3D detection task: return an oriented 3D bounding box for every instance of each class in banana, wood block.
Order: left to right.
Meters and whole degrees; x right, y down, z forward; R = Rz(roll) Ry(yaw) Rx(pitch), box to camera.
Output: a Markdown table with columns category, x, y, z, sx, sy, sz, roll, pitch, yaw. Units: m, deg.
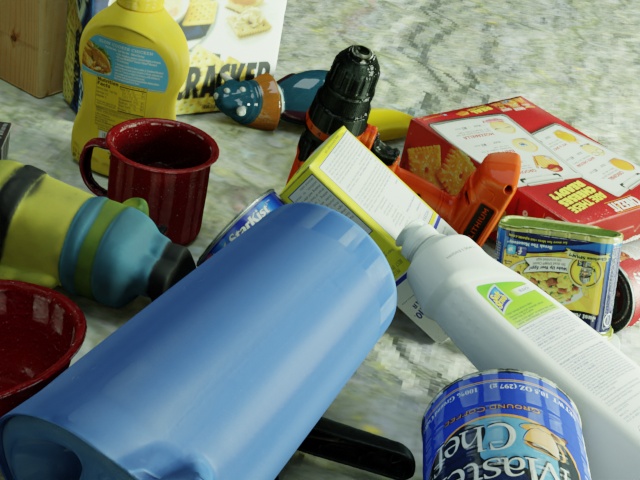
| category | x | y | z | sx | sy | sz | roll | pitch | yaw |
| --- | --- | --- | --- | --- | --- | --- | --- | --- | --- |
| wood block | -0.276 | -0.262 | 1.068 | 0.091 | 0.206 | 0.090 | 28 | 35 | 24 |
| banana | 0.038 | -0.098 | 1.081 | 0.069 | 0.037 | 0.197 | 39 | 37 | 2 |

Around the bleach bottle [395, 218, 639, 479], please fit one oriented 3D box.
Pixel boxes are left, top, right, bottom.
| category | x | y | z | sx | sy | sz | roll | pitch | yaw |
| --- | --- | --- | --- | --- | --- | --- | --- | --- | --- |
| bleach bottle | 0.151 | 0.074 | 0.755 | 0.102 | 0.068 | 0.251 | -13 | 51 | -48 |

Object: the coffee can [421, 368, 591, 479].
| category | x | y | z | sx | sy | sz | roll | pitch | yaw |
| --- | --- | --- | --- | --- | --- | --- | --- | --- | --- |
| coffee can | 0.110 | 0.158 | 0.625 | 0.103 | 0.103 | 0.140 | 11 | 31 | -1 |

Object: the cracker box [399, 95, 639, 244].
| category | x | y | z | sx | sy | sz | roll | pitch | yaw |
| --- | --- | --- | --- | --- | --- | --- | --- | --- | --- |
| cracker box | 0.207 | -0.055 | 1.033 | 0.163 | 0.072 | 0.214 | -15 | 42 | -36 |

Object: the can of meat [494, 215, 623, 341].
| category | x | y | z | sx | sy | sz | roll | pitch | yaw |
| --- | --- | --- | --- | --- | --- | --- | --- | --- | --- |
| can of meat | 0.187 | 0.029 | 0.853 | 0.102 | 0.084 | 0.057 | 8 | 12 | 16 |

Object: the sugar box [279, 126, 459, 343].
| category | x | y | z | sx | sy | sz | roll | pitch | yaw |
| --- | --- | --- | --- | --- | --- | --- | --- | --- | --- |
| sugar box | 0.056 | -0.006 | 0.855 | 0.176 | 0.048 | 0.093 | 45 | 33 | -7 |

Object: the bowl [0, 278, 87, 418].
| category | x | y | z | sx | sy | sz | roll | pitch | yaw |
| --- | --- | --- | --- | --- | --- | --- | --- | --- | --- |
| bowl | -0.218 | 0.081 | 0.632 | 0.162 | 0.055 | 0.162 | 0 | 23 | 0 |

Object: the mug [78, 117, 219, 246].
| category | x | y | z | sx | sy | sz | roll | pitch | yaw |
| --- | --- | --- | --- | --- | --- | --- | --- | --- | --- |
| mug | -0.147 | -0.049 | 0.889 | 0.117 | 0.081 | 0.093 | 16 | 32 | 6 |

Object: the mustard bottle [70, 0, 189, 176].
| category | x | y | z | sx | sy | sz | roll | pitch | yaw |
| --- | --- | --- | --- | --- | --- | --- | --- | --- | --- |
| mustard bottle | -0.165 | -0.148 | 0.938 | 0.096 | 0.192 | 0.058 | 17 | 32 | 8 |

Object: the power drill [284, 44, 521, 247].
| category | x | y | z | sx | sy | sz | roll | pitch | yaw |
| --- | --- | --- | --- | --- | --- | --- | --- | --- | --- |
| power drill | 0.073 | -0.070 | 0.921 | 0.187 | 0.185 | 0.057 | 21 | 48 | -2 |

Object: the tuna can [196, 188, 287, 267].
| category | x | y | z | sx | sy | sz | roll | pitch | yaw |
| --- | --- | --- | --- | --- | --- | --- | --- | --- | --- |
| tuna can | -0.055 | 0.001 | 0.835 | 0.034 | 0.086 | 0.086 | 45 | 37 | 3 |

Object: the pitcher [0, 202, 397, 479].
| category | x | y | z | sx | sy | sz | roll | pitch | yaw |
| --- | --- | --- | --- | --- | --- | --- | --- | --- | --- |
| pitcher | -0.066 | 0.082 | 0.629 | 0.149 | 0.145 | 0.242 | 29 | 46 | 18 |

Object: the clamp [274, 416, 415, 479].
| category | x | y | z | sx | sy | sz | roll | pitch | yaw |
| --- | --- | --- | --- | --- | --- | --- | --- | --- | --- |
| clamp | -0.037 | 0.128 | 0.686 | 0.172 | 0.039 | 0.120 | 28 | 33 | 31 |
